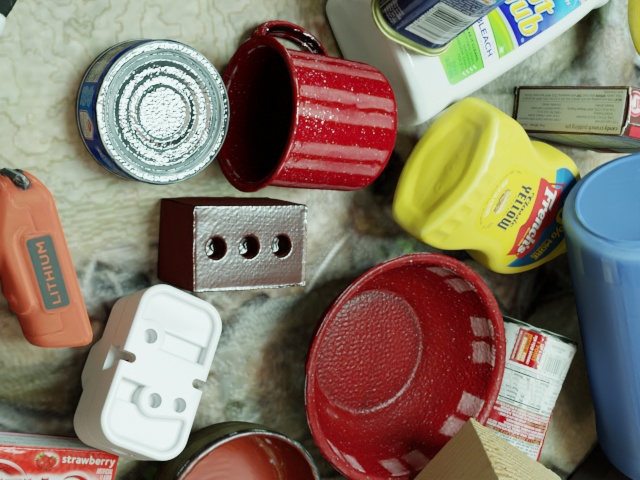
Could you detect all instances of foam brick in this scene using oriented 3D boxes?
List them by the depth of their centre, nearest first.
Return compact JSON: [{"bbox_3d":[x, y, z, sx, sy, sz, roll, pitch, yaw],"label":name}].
[{"bbox_3d":[-0.054,0.001,0.656,0.078,0.051,0.053,-3,99,-30],"label":"foam brick"}]

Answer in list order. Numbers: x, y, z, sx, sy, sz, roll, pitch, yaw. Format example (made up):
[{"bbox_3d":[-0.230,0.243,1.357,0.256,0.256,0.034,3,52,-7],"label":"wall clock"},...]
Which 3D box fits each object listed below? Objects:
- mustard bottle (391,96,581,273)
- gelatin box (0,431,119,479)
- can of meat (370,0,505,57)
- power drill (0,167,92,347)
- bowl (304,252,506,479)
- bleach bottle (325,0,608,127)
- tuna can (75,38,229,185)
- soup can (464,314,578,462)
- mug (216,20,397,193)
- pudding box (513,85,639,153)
[{"bbox_3d":[0.132,-0.026,0.739,0.191,0.058,0.096,20,103,-51],"label":"mustard bottle"},{"bbox_3d":[-0.170,0.153,0.627,0.089,0.030,0.073,12,92,-32],"label":"gelatin box"},{"bbox_3d":[0.080,-0.170,0.617,0.057,0.084,0.102,21,69,-21],"label":"can of meat"},{"bbox_3d":[-0.221,0.051,0.564,0.187,0.057,0.184,-20,112,-27],"label":"power drill"},{"bbox_3d":[0.047,0.083,0.726,0.161,0.055,0.162,-7,104,-29],"label":"bowl"},{"bbox_3d":[0.127,-0.176,0.727,0.250,0.068,0.102,-35,110,-24],"label":"bleach bottle"},{"bbox_3d":[-0.097,-0.076,0.628,0.086,0.034,0.086,-6,101,-30],"label":"tuna can"},{"bbox_3d":[0.141,0.112,0.780,0.068,0.069,0.102,21,87,-31],"label":"soup can"},{"bbox_3d":[-0.010,-0.083,0.655,0.081,0.093,0.117,3,60,-36],"label":"mug"},{"bbox_3d":[0.206,-0.086,0.758,0.089,0.114,0.039,8,91,-32],"label":"pudding box"}]
